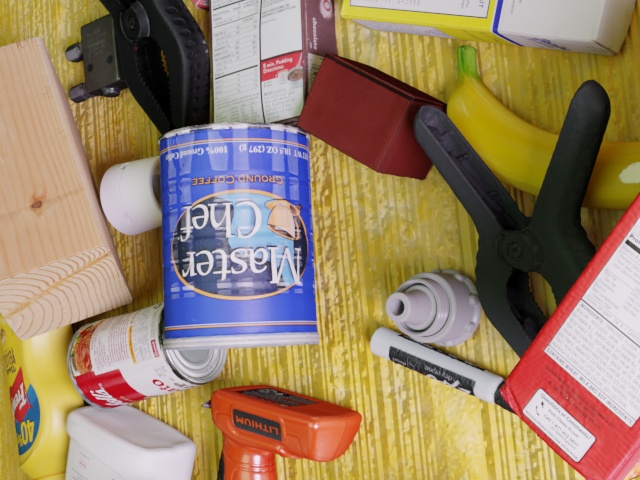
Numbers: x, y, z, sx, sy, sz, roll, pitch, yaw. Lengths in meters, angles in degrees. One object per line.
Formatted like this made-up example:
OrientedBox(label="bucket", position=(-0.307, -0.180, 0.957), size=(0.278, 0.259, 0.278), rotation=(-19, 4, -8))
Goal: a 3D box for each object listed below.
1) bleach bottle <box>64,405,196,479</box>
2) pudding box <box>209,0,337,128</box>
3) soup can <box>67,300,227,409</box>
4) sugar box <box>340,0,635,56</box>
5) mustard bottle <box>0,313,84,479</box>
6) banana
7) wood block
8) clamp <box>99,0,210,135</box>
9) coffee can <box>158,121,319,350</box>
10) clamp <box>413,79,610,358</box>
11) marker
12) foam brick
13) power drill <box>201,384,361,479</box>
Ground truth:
OrientedBox(label="bleach bottle", position=(-0.162, 0.258, 0.804), size=(0.103, 0.067, 0.251), rotation=(19, 101, 38))
OrientedBox(label="pudding box", position=(-0.034, -0.128, 0.742), size=(0.090, 0.039, 0.113), rotation=(-8, 80, 40))
OrientedBox(label="soup can", position=(-0.126, 0.082, 0.782), size=(0.102, 0.068, 0.068), rotation=(-18, 76, 35))
OrientedBox(label="sugar box", position=(0.101, -0.165, 0.634), size=(0.176, 0.048, 0.093), rotation=(16, 95, 35))
OrientedBox(label="mustard bottle", position=(-0.220, 0.125, 0.855), size=(0.096, 0.058, 0.191), rotation=(-33, 68, 55))
OrientedBox(label="banana", position=(0.140, -0.054, 0.600), size=(0.198, 0.037, 0.070), rotation=(28, 106, 36))
OrientedBox(label="wood block", position=(-0.222, -0.043, 0.816), size=(0.090, 0.090, 0.206), rotation=(-19, 60, -7))
OrientedBox(label="clamp", position=(-0.121, -0.169, 0.776), size=(0.165, 0.036, 0.210), rotation=(-23, 88, 53))
OrientedBox(label="coffee can", position=(-0.055, 0.001, 0.708), size=(0.103, 0.102, 0.140), rotation=(-7, 83, 38))
OrientedBox(label="clamp", position=(0.108, -0.005, 0.593), size=(0.120, 0.039, 0.171), rotation=(12, 114, 48))
OrientedBox(label="marker", position=(0.082, 0.080, 0.648), size=(0.121, 0.020, 0.020), rotation=(20, 100, 37))
OrientedBox(label="foam brick", position=(0.035, -0.078, 0.675), size=(0.078, 0.052, 0.051), rotation=(33, 107, 36))
OrientedBox(label="power drill", position=(-0.024, 0.198, 0.700), size=(0.185, 0.057, 0.188), rotation=(10, 94, 38))
